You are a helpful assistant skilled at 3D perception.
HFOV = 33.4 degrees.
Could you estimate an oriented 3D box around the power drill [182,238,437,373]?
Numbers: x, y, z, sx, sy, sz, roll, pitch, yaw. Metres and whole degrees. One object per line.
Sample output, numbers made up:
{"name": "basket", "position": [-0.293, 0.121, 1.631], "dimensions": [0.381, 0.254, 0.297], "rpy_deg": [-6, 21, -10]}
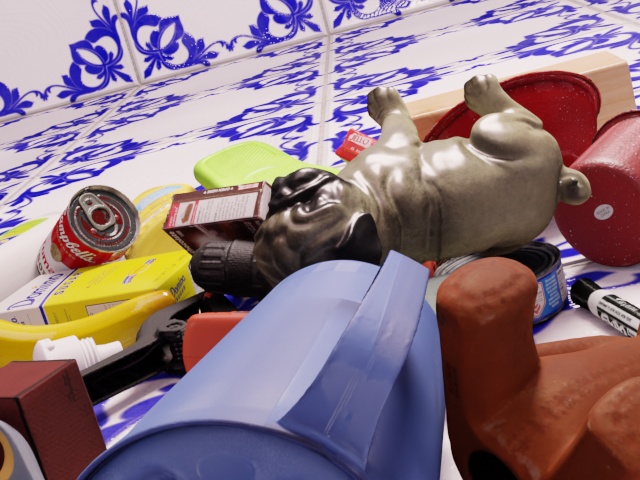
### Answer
{"name": "power drill", "position": [-0.024, 0.042, 0.712], "dimensions": [0.184, 0.057, 0.187], "rpy_deg": [0, 19, 15]}

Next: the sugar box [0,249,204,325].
{"name": "sugar box", "position": [-0.187, 0.051, 0.906], "dimensions": [0.176, 0.048, 0.093], "rpy_deg": [-7, 18, 23]}

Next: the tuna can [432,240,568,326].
{"name": "tuna can", "position": [0.120, 0.031, 0.709], "dimensions": [0.086, 0.034, 0.086], "rpy_deg": [-14, 16, 4]}

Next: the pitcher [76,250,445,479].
{"name": "pitcher", "position": [-0.002, 0.083, 0.463], "dimensions": [0.149, 0.145, 0.242], "rpy_deg": [-17, 12, 16]}

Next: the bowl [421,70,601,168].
{"name": "bowl", "position": [0.162, -0.065, 0.867], "dimensions": [0.162, 0.055, 0.162], "rpy_deg": [-14, -29, -8]}

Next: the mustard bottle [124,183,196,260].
{"name": "mustard bottle", "position": [-0.159, -0.016, 1.075], "dimensions": [0.096, 0.058, 0.192], "rpy_deg": [-39, 19, -6]}

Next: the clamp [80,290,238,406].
{"name": "clamp", "position": [-0.092, 0.078, 0.746], "dimensions": [0.120, 0.039, 0.171], "rpy_deg": [6, 25, 21]}

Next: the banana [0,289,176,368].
{"name": "banana", "position": [-0.209, 0.069, 0.825], "dimensions": [0.198, 0.069, 0.037], "rpy_deg": [2, 3, 8]}

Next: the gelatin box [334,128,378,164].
{"name": "gelatin box", "position": [0.065, -0.059, 0.937], "dimensions": [0.073, 0.089, 0.030], "rpy_deg": [30, 87, 36]}

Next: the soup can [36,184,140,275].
{"name": "soup can", "position": [-0.216, 0.002, 0.987], "dimensions": [0.068, 0.068, 0.102], "rpy_deg": [-30, -8, -40]}

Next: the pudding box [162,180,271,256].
{"name": "pudding box", "position": [-0.055, 0.001, 0.844], "dimensions": [0.090, 0.113, 0.039], "rpy_deg": [-7, 54, 28]}

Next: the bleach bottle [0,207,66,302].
{"name": "bleach bottle", "position": [-0.325, 0.044, 0.997], "dimensions": [0.103, 0.068, 0.250], "rpy_deg": [-16, 12, 30]}

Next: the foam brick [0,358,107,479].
{"name": "foam brick", "position": [-0.165, 0.114, 0.619], "dimensions": [0.051, 0.078, 0.052], "rpy_deg": [-7, 16, 29]}
